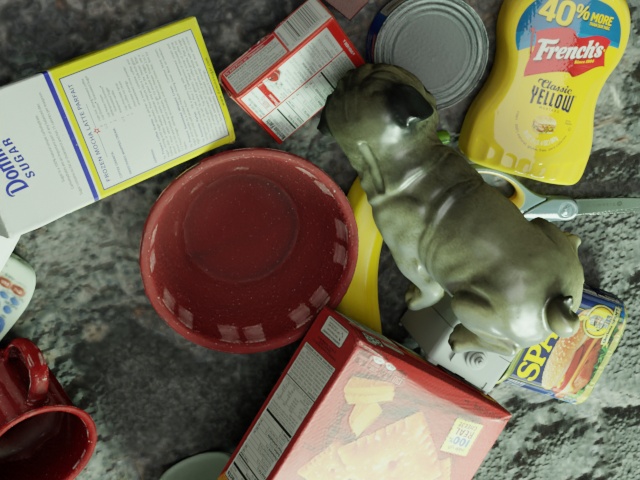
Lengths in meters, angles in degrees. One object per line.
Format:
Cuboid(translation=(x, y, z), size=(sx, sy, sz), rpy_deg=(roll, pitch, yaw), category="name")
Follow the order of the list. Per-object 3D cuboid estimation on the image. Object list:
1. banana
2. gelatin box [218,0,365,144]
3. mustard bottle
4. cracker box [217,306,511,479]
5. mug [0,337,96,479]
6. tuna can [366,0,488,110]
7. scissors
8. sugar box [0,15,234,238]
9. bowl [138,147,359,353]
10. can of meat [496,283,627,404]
Cuboid(translation=(0.042, 0.004, 0.826), size=(0.069, 0.037, 0.198), rpy_deg=(14, 107, -14), category="banana")
Cuboid(translation=(-0.018, -0.119, 0.755), size=(0.089, 0.030, 0.073), rpy_deg=(-39, 149, 6), category="gelatin box")
Cuboid(translation=(0.174, -0.142, 0.786), size=(0.096, 0.058, 0.192), rpy_deg=(13, 107, -10), category="mustard bottle")
Cuboid(translation=(0.022, 0.180, 0.811), size=(0.164, 0.072, 0.214), rpy_deg=(30, 93, -30), category="cracker box")
Cuboid(translation=(-0.221, 0.123, 0.779), size=(0.093, 0.082, 0.117), rpy_deg=(-9, 128, -36), category="mug")
Cuboid(translation=(0.077, -0.140, 0.781), size=(0.086, 0.034, 0.086), rpy_deg=(-4, 111, -10), category="tuna can")
Cuboid(translation=(0.183, -0.010, 0.859), size=(0.201, 0.016, 0.096), rpy_deg=(12, 109, -14), category="scissors")
Cuboid(translation=(-0.151, -0.078, 0.717), size=(0.176, 0.048, 0.093), rpy_deg=(-25, 106, -24), category="sugar box")
Cuboid(translation=(-0.055, 0.001, 0.794), size=(0.162, 0.055, 0.162), rpy_deg=(-4, 113, -11), category="bowl")
Cuboid(translation=(0.190, 0.077, 0.872), size=(0.083, 0.057, 0.102), rpy_deg=(19, 106, -20), category="can of meat")
